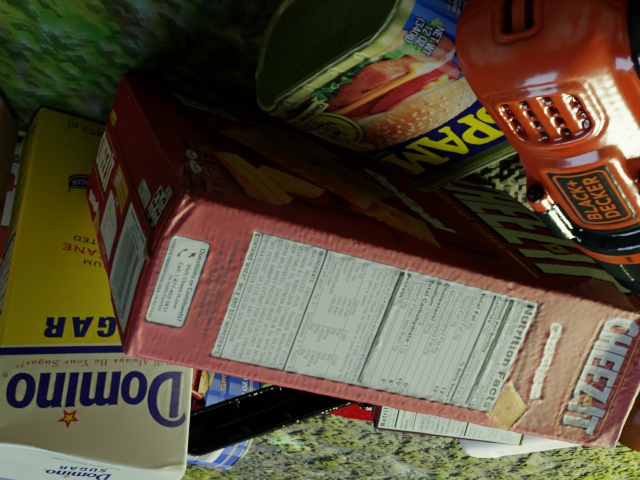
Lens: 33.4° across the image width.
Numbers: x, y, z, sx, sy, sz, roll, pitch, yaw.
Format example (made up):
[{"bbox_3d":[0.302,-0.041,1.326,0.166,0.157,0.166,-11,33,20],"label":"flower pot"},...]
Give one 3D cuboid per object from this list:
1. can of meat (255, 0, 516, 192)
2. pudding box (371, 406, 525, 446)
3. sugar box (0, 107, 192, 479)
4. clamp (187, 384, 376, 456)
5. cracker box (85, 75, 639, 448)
[{"bbox_3d":[0.035,-0.068,0.402,0.083,0.057,0.102,21,154,-29],"label":"can of meat"},{"bbox_3d":[0.098,0.096,0.760,0.113,0.039,0.090,9,117,-3],"label":"pudding box"},{"bbox_3d":[-0.106,0.028,0.509,0.093,0.176,0.048,14,143,-23],"label":"sugar box"},{"bbox_3d":[0.021,0.083,0.630,0.165,0.036,0.209,-21,171,19],"label":"clamp"},{"bbox_3d":[0.015,0.004,0.464,0.213,0.072,0.164,14,-163,-22],"label":"cracker box"}]
